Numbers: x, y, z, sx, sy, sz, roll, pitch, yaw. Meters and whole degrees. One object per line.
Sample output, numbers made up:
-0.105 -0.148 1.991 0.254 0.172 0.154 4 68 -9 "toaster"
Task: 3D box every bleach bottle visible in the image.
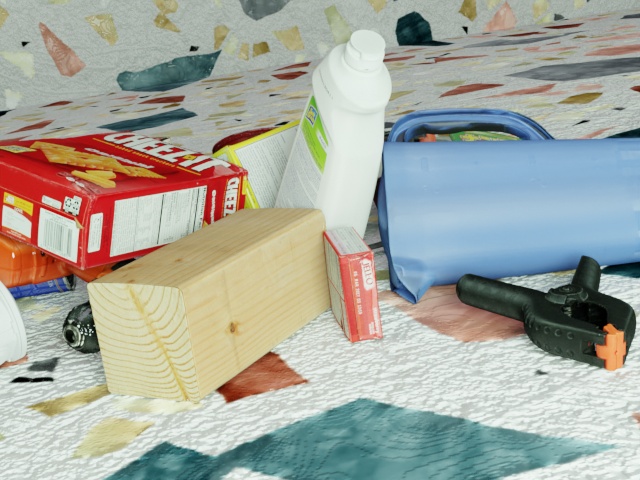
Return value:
0.016 -0.071 0.920 0.068 0.251 0.103 -13 56 -23 "bleach bottle"

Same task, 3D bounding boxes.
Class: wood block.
-0.079 0.044 0.859 0.090 0.091 0.205 1 17 30 "wood block"

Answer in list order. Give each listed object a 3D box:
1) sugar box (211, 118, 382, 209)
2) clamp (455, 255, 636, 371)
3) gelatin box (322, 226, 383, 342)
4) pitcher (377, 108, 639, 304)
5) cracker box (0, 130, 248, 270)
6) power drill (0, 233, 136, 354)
-0.019 -0.079 1.116 0.175 0.093 0.048 -25 5 -35 "sugar box"
0.190 0.049 0.800 0.120 0.039 0.172 -17 23 -16 "clamp"
0.026 0.035 0.870 0.030 0.073 0.089 -9 15 -7 "gelatin box"
0.171 -0.038 0.941 0.243 0.149 0.145 -4 15 2 "pitcher"
-0.194 -0.046 0.971 0.164 0.072 0.213 20 20 30 "cracker box"
-0.200 0.038 0.923 0.188 0.057 0.184 19 19 28 "power drill"
